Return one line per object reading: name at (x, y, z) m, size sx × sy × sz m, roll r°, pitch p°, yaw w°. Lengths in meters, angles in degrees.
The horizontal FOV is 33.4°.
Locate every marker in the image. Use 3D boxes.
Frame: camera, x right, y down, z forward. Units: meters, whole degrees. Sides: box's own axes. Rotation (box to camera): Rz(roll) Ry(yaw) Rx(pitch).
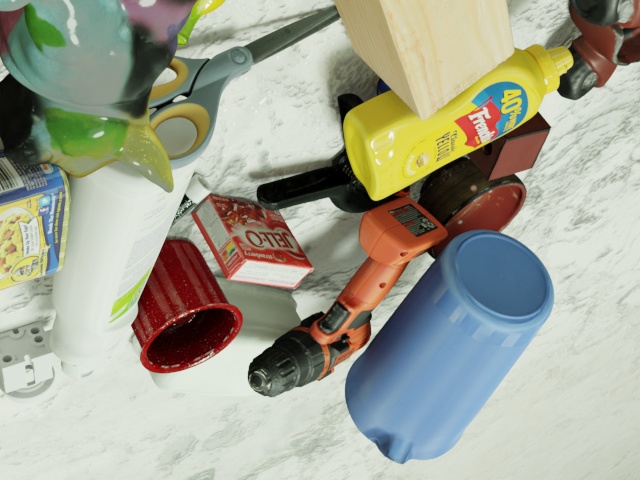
marker at (-0.137, -0.009, 0.867) m, size 0.121 × 0.020 × 0.020 m, roll -41°, pitch 149°, yaw 16°

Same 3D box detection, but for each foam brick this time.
foam brick at (0.154, -0.102, 0.938) m, size 0.051 × 0.078 × 0.053 m, roll -16°, pitch 145°, yaw -25°

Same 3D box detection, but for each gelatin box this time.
gelatin box at (-0.056, 0.001, 0.901) m, size 0.089 × 0.073 × 0.030 m, roll 10°, pitch 131°, yaw -49°

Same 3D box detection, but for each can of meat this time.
can of meat at (-0.213, -0.011, 0.693) m, size 0.083 × 0.057 × 0.102 m, roll -21°, pitch 146°, yaw -35°

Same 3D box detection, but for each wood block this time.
wood block at (0.057, -0.184, 0.702) m, size 0.090 × 0.091 × 0.206 m, roll -37°, pitch 150°, yaw -3°

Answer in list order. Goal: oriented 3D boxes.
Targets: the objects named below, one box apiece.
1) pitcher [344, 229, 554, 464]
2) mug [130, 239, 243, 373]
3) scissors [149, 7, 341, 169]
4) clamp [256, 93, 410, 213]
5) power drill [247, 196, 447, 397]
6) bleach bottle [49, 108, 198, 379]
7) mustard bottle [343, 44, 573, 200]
pitcher at (0.123, 0.091, 1.017) m, size 0.144 × 0.149 × 0.243 m, roll -13°, pitch 150°, yaw -29°
mug at (-0.127, 0.061, 0.917) m, size 0.093 × 0.081 × 0.117 m, roll -16°, pitch 147°, yaw -25°
scissors at (-0.057, -0.105, 0.729) m, size 0.201 × 0.096 × 0.016 m, roll -15°, pitch 160°, yaw -21°
clamp at (0.020, -0.055, 0.921) m, size 0.120 × 0.039 × 0.171 m, roll -37°, pitch 150°, yaw 13°
power drill at (0.024, 0.053, 0.961) m, size 0.188 × 0.057 × 0.184 m, roll -54°, pitch 165°, yaw 28°
bleach bottle at (-0.161, 0.018, 0.796) m, size 0.102 × 0.068 × 0.251 m, roll -44°, pitch 164°, yaw -51°
mustard bottle at (0.114, -0.105, 0.841) m, size 0.191 × 0.058 × 0.096 m, roll -27°, pitch 150°, yaw -9°
